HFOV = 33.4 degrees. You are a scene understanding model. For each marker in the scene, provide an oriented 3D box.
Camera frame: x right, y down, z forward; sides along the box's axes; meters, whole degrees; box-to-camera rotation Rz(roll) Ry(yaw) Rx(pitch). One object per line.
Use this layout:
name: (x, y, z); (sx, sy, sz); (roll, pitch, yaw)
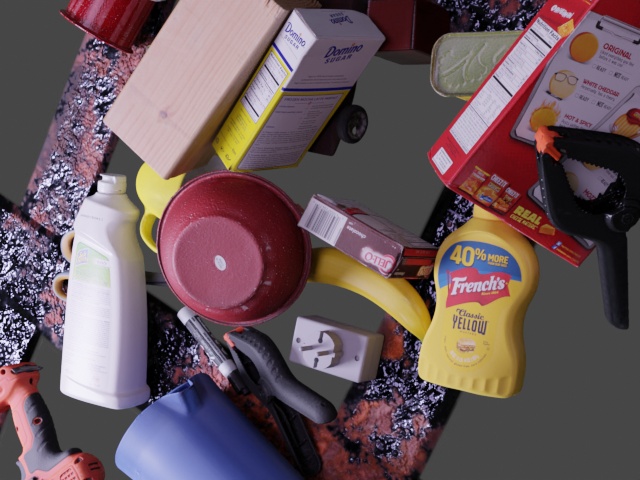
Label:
marker: (-0.114, 0.120, 1.157); (0.020, 0.020, 0.121); (-49, 68, 20)

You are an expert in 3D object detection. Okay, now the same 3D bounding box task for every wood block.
wood block: (-0.105, -0.168, 1.013); (0.091, 0.090, 0.206); (43, 116, 7)

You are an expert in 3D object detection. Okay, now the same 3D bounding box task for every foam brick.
foam brick: (0.084, -0.200, 1.019); (0.051, 0.078, 0.053); (3, 90, 32)

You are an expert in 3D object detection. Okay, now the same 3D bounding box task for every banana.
banana: (0.036, 0.046, 1.060); (0.198, 0.037, 0.070); (29, 112, 28)

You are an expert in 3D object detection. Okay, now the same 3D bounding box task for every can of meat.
can of meat: (0.163, -0.154, 0.969); (0.102, 0.083, 0.057); (4, 90, 30)

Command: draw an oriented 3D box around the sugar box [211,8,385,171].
sugar box: (-0.023, -0.139, 1.005); (0.048, 0.093, 0.176); (55, 130, 25)

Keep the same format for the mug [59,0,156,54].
mug: (-0.235, -0.272, 1.205); (0.081, 0.093, 0.117); (-58, 28, 10)

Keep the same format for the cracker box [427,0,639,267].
cracker box: (0.218, -0.104, 0.892); (0.214, 0.164, 0.072); (-52, 28, 18)

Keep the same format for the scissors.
scissors: (-0.232, 0.022, 1.229); (0.202, 0.016, 0.096); (-13, 82, 29)

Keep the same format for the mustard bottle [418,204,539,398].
mustard bottle: (0.151, 0.043, 0.986); (0.096, 0.058, 0.191); (10, 93, 28)

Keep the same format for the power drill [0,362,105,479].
power drill: (-0.358, 0.255, 1.272); (0.185, 0.057, 0.188); (-37, 74, 20)

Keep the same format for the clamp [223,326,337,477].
clamp: (-0.040, 0.147, 1.079); (0.171, 0.039, 0.120); (53, 143, 19)

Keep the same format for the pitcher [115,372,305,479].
pitcher: (-0.084, 0.265, 1.085); (0.243, 0.149, 0.145); (41, 93, 21)

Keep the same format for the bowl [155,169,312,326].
bowl: (-0.092, 0.015, 1.038); (0.162, 0.055, 0.162); (3, 105, 12)

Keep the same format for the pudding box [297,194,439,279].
pudding box: (0.048, -0.003, 1.027); (0.114, 0.089, 0.039); (33, 103, 27)

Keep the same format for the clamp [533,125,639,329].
clamp: (0.257, -0.031, 0.875); (0.165, 0.209, 0.036); (-38, 29, 17)

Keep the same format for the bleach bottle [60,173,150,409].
bleach bottle: (-0.232, 0.053, 1.184); (0.103, 0.068, 0.251); (10, 99, 27)
